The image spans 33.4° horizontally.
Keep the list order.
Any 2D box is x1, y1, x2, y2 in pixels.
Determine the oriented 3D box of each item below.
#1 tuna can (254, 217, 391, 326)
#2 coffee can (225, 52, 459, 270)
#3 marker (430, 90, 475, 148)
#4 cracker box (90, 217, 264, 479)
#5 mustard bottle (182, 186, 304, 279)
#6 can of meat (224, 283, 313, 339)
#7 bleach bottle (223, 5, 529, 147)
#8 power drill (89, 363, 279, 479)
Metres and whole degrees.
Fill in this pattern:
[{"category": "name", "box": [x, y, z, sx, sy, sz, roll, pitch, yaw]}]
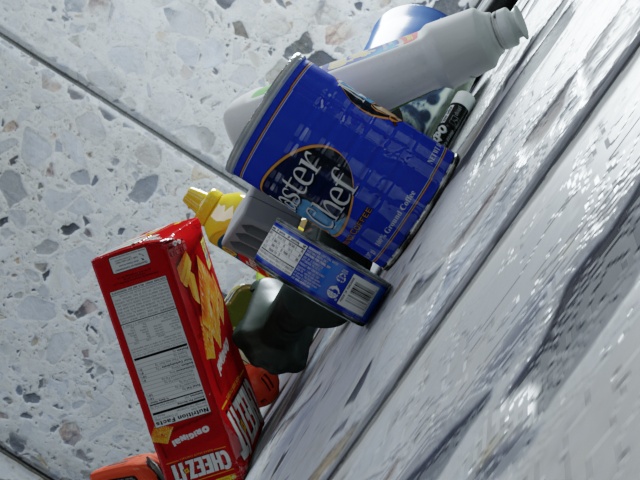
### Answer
[{"category": "tuna can", "box": [0.001, 0.020, 0.687, 0.034, 0.086, 0.086, -59, 1, 0]}, {"category": "coffee can", "box": [0.016, -0.058, 0.786, 0.103, 0.140, 0.103, -58, 1, 1]}, {"category": "marker", "box": [0.099, -0.080, 0.909, 0.121, 0.020, 0.020, -58, 1, -27]}, {"category": "cracker box", "box": [-0.117, 0.095, 0.941, 0.072, 0.214, 0.164, -18, 5, 6]}, {"category": "mustard bottle", "box": [-0.057, 0.002, 1.106, 0.058, 0.191, 0.096, -58, 1, -22]}, {"category": "can of meat", "box": [-0.058, 0.088, 1.129, 0.057, 0.102, 0.084, -58, 3, -7]}, {"category": "bleach bottle", "box": [0.048, -0.130, 0.869, 0.251, 0.068, 0.102, -20, 11, 24]}, {"category": "power drill", "box": [-0.149, 0.200, 1.107, 0.185, 0.057, 0.187, -23, 17, 47]}]
